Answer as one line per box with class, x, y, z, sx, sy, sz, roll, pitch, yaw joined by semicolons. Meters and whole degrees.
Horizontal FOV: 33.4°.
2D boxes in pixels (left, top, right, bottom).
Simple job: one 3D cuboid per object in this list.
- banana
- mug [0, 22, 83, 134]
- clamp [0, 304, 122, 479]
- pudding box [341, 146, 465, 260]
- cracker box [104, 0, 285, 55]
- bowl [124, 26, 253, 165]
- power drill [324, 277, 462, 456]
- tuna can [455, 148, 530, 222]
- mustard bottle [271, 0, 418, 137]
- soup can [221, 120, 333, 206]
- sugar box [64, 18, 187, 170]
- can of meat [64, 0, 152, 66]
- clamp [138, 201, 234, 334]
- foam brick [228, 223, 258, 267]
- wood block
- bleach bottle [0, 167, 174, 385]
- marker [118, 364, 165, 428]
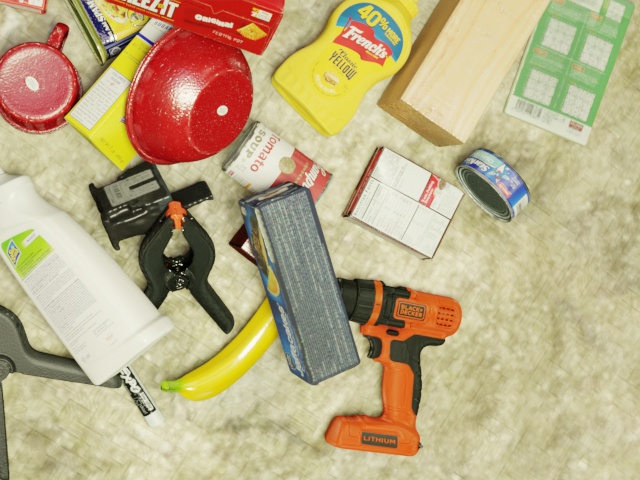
banana;-0.083;0.110;1.150;0.197;0.069;0.037;-43;65;-14
mug;-0.283;-0.167;1.083;0.093;0.081;0.117;26;86;-12
clamp;-0.317;0.126;1.091;0.164;0.036;0.210;-34;110;-7
pudding box;0.093;-0.041;1.195;0.113;0.039;0.090;28;86;-10
cracker box;-0.112;-0.299;1.068;0.164;0.072;0.213;17;50;-13
bowl;-0.119;-0.140;1.084;0.055;0.162;0.162;31;83;30
power drill;0.057;0.138;1.183;0.184;0.057;0.187;11;90;-13
tuna can;0.193;-0.062;1.192;0.033;0.086;0.086;-44;100;-10
mustard bottle;0.043;-0.211;1.167;0.096;0.058;0.191;44;82;-6
soup can;-0.047;-0.073;1.147;0.102;0.068;0.068;36;84;-11
sugar box;-0.176;-0.163;1.099;0.048;0.093;0.176;40;84;19
can of meat;-0.214;-0.247;1.109;0.084;0.057;0.102;-30;99;-13
clamp;-0.140;0.039;1.116;0.120;0.039;0.172;-1;126;-22
foam brick;-0.057;0.001;1.143;0.053;0.078;0.051;39;83;-14
wood block;0.162;-0.214;1.177;0.090;0.091;0.206;33;85;-13
bleach bottle;-0.263;0.019;1.082;0.103;0.068;0.251;-38;88;24
marker;-0.205;0.146;1.144;0.020;0.020;0.121;-32;98;-10
